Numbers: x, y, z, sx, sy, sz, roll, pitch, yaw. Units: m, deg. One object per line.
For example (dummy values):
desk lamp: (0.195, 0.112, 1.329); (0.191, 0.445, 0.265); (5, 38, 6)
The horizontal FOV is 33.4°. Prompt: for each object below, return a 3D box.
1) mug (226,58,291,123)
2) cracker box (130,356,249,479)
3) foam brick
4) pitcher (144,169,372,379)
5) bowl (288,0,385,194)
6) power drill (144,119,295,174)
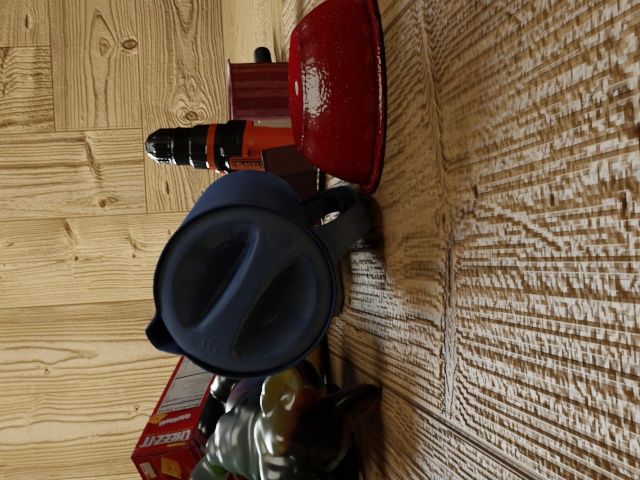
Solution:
mug: (-0.069, -0.162, 1.289); (0.093, 0.081, 0.117); (-116, 24, -72)
cracker box: (-0.100, 0.211, 1.097); (0.213, 0.072, 0.164); (-70, -39, -60)
foam brick: (-0.029, -0.053, 1.105); (0.053, 0.051, 0.078); (-102, 3, -47)
pitcher: (-0.050, 0.007, 0.877); (0.243, 0.149, 0.145); (-100, 23, -76)
bowl: (0.008, -0.115, 0.809); (0.162, 0.055, 0.162); (177, 90, -82)
power drill: (-0.097, -0.065, 1.229); (0.187, 0.184, 0.057); (81, -166, -57)
